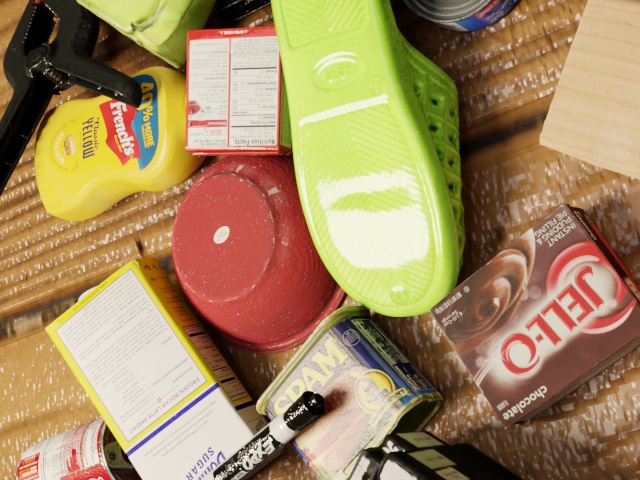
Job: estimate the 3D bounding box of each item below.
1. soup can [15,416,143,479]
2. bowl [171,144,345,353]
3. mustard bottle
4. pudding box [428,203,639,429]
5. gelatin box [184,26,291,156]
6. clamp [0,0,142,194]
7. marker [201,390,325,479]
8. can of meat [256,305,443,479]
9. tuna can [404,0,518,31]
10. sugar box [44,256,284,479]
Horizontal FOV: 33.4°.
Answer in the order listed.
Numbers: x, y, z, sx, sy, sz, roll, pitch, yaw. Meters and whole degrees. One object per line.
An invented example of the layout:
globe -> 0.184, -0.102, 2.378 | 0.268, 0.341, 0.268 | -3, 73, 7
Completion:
soup can -> -0.179, 0.176, 0.831 | 0.102, 0.068, 0.068 | -24, 72, 30
bowl -> -0.055, 0.001, 0.774 | 0.162, 0.055, 0.162 | -4, 82, 33
mustard bottle -> -0.140, -0.083, 0.837 | 0.192, 0.058, 0.096 | -16, 68, 31
pudding box -> 0.136, 0.047, 0.649 | 0.114, 0.039, 0.090 | -42, 65, 23
gelatin box -> -0.057, -0.104, 0.754 | 0.073, 0.030, 0.089 | 1, 90, 20
clamp -> -0.210, -0.140, 0.863 | 0.165, 0.036, 0.210 | -24, 49, 22
marker -> -0.038, 0.135, 0.704 | 0.121, 0.020, 0.020 | -44, 63, 31
can of meat -> 0.020, 0.108, 0.712 | 0.084, 0.057, 0.102 | 48, 111, 25
tuna can -> 0.094, -0.182, 0.704 | 0.086, 0.033, 0.086 | -4, 83, 34
sugar box -> -0.114, 0.108, 0.780 | 0.093, 0.048, 0.176 | -38, 82, 14
